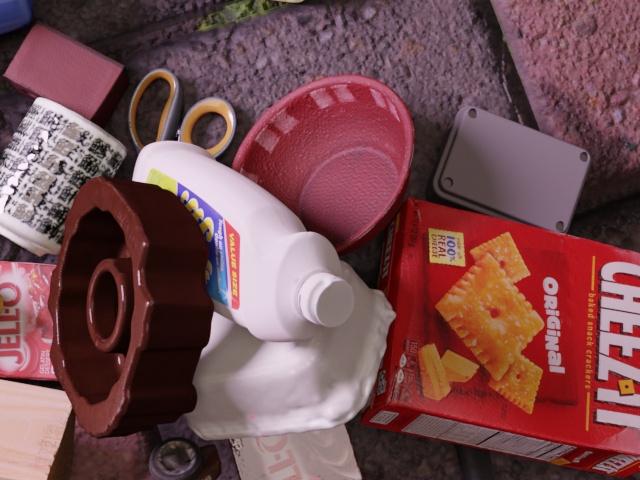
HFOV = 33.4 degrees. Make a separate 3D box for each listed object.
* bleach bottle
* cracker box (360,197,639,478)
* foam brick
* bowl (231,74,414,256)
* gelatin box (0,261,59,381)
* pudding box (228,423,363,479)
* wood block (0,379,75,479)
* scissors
[{"bbox_3d":[-0.055,0.001,0.729,0.067,0.251,0.102,4,101,-33],"label":"bleach bottle"},{"bbox_3d":[0.148,0.073,0.800,0.213,0.072,0.164,13,66,-8],"label":"cracker box"},{"bbox_3d":[-0.196,-0.126,0.834,0.078,0.053,0.051,28,82,0],"label":"foam brick"},{"bbox_3d":[0.009,-0.045,0.816,0.162,0.055,0.162,-16,57,25],"label":"bowl"},{"bbox_3d":[-0.227,0.062,0.820,0.073,0.030,0.089,4,83,-4],"label":"gelatin box"},{"bbox_3d":[-0.021,0.165,0.820,0.090,0.039,0.113,-17,85,-6],"label":"pudding box"},{"bbox_3d":[-0.287,0.150,0.759,0.206,0.090,0.091,11,126,-3],"label":"wood block"},{"bbox_3d":[-0.118,-0.036,0.848,0.096,0.016,0.202,4,83,-4],"label":"scissors"}]
